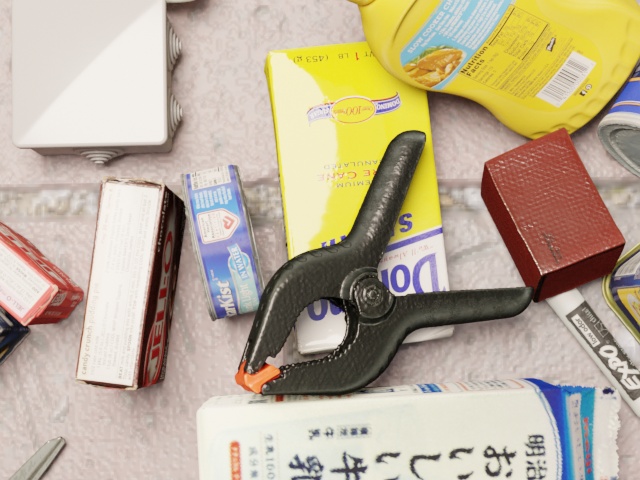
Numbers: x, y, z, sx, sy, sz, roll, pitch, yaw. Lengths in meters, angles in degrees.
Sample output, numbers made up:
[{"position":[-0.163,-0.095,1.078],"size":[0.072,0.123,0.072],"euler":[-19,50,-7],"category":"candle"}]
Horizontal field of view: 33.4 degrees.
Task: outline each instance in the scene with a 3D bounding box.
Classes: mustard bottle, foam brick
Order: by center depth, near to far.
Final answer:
[{"position":[0.080,-0.122,0.577],"size":[0.191,0.058,0.096],"euler":[18,128,-29],"category":"mustard bottle"},{"position":[0.132,-0.014,0.615],"size":[0.053,0.051,0.078],"euler":[-21,70,-2],"category":"foam brick"}]

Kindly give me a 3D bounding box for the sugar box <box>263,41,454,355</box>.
[{"position":[0.022,-0.025,0.627],"size":[0.093,0.048,0.176],"euler":[-7,84,-3],"category":"sugar box"}]

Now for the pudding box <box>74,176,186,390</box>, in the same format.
[{"position":[-0.104,0.026,0.600],"size":[0.039,0.090,0.113],"euler":[5,85,0],"category":"pudding box"}]

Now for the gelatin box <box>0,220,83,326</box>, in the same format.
[{"position":[-0.182,0.011,0.609],"size":[0.089,0.073,0.030],"euler":[39,86,3],"category":"gelatin box"}]

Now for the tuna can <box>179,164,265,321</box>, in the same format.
[{"position":[-0.054,0.001,0.605],"size":[0.033,0.086,0.086],"euler":[-12,86,-4],"category":"tuna can"}]

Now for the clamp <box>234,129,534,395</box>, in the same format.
[{"position":[0.034,0.035,0.580],"size":[0.120,0.039,0.171],"euler":[45,78,1],"category":"clamp"}]
